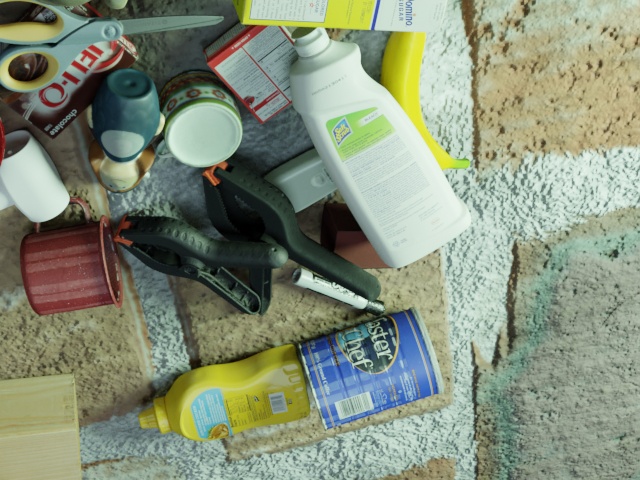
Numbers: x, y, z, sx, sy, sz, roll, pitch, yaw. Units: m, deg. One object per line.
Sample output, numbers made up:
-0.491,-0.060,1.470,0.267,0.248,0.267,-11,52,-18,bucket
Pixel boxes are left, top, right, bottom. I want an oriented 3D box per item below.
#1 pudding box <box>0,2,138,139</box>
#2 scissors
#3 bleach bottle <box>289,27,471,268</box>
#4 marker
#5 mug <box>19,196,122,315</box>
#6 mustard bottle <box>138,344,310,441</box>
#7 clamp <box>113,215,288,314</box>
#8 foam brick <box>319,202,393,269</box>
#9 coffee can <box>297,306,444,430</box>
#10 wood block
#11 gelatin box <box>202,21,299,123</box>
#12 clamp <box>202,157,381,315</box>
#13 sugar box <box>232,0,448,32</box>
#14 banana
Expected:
-0.230,-0.156,0.928,0.114,0.039,0.090,-39,127,15,pudding box
-0.189,-0.162,0.901,0.201,0.016,0.096,6,124,-20,scissors
0.048,-0.096,0.994,0.102,0.068,0.250,-31,121,-2,bleach bottle
0.022,0.058,1.178,0.121,0.020,0.020,23,118,-29,marker
-0.244,0.016,1.035,0.081,0.093,0.117,-10,99,-2,mug
-0.111,0.182,1.211,0.191,0.058,0.096,-14,130,-5,mustard bottle
-0.116,0.013,1.059,0.171,0.039,0.120,24,138,-15,clamp
0.043,-0.005,1.113,0.078,0.053,0.051,0,127,-15,foam brick
0.056,0.144,1.199,0.140,0.103,0.103,-18,130,-1,coffee can
-0.365,0.213,1.145,0.206,0.090,0.091,-5,128,-12,wood block
-0.052,-0.161,0.980,0.073,0.030,0.089,-35,128,11,gelatin box
-0.057,0.001,1.079,0.165,0.036,0.210,-19,123,41,clamp
0.013,-0.217,0.913,0.176,0.093,0.048,2,127,-16,sugar box
0.091,-0.134,1.040,0.069,0.037,0.197,-33,132,-12,banana
